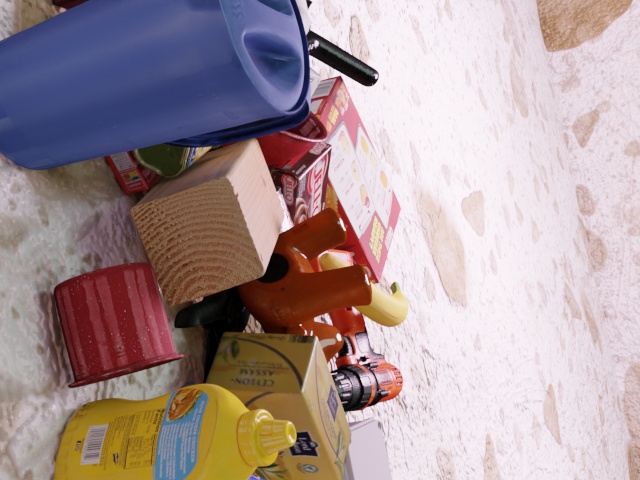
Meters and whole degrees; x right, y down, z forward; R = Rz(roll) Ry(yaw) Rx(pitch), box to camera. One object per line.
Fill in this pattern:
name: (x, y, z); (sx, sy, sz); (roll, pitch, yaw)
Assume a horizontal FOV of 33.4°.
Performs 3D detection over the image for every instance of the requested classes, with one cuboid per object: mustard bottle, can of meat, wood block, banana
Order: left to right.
mustard bottle: (-0.106, 0.156, 0.798); (0.058, 0.192, 0.096); (53, 34, -42)
can of meat: (-0.119, -0.115, 0.953); (0.083, 0.057, 0.102); (-52, 166, -56)
wood block: (-0.095, -0.023, 0.967); (0.206, 0.090, 0.091); (-77, 148, -76)
banana: (0.058, 0.064, 1.223); (0.070, 0.037, 0.197); (52, 12, 28)

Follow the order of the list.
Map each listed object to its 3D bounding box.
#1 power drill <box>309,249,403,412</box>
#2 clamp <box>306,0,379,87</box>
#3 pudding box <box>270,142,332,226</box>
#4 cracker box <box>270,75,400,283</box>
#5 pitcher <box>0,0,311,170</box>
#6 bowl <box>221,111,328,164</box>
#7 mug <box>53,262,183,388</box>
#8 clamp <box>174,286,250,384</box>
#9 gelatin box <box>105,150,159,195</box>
power drill: (0.018, 0.104, 1.215); (0.184, 0.057, 0.188); (9, 60, -64)
clamp: (-0.024, -0.247, 1.294); (0.165, 0.036, 0.209); (46, 26, 20)
pudding box: (-0.025, -0.046, 1.191); (0.089, 0.039, 0.113); (-48, 154, -51)
cracker box: (0.020, -0.071, 1.329); (0.213, 0.072, 0.164); (63, 28, -29)
pitcher: (-0.133, -0.126, 0.819); (0.144, 0.243, 0.149); (-40, 115, -63)
bowl: (-0.074, -0.127, 1.118); (0.162, 0.055, 0.162); (27, 20, -11)
mug: (-0.159, 0.066, 0.859); (0.117, 0.093, 0.081); (0, 73, -68)
clamp: (-0.100, 0.069, 1.032); (0.171, 0.039, 0.120); (-80, 167, -45)
gelatin box: (-0.168, -0.096, 0.987); (0.073, 0.030, 0.089); (65, 27, -25)
